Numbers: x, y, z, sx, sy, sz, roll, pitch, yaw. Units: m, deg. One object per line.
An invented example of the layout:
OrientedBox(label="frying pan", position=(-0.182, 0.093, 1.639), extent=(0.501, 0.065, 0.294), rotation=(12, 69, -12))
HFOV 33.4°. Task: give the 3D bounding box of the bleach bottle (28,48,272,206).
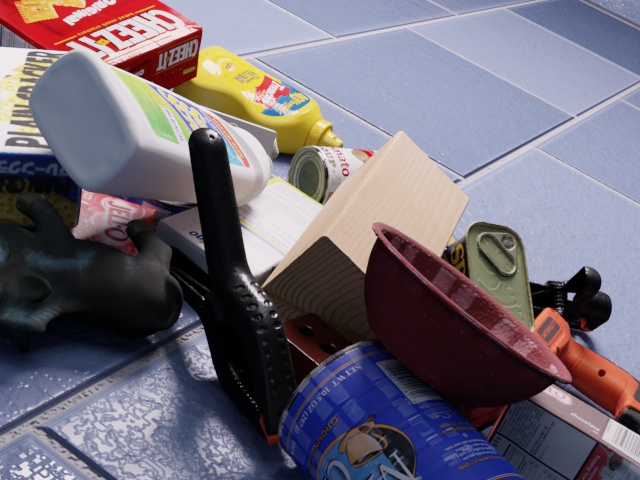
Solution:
OrientedBox(label="bleach bottle", position=(-0.112, -0.076, 0.841), extent=(0.102, 0.068, 0.250), rotation=(56, 19, 16))

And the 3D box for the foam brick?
OrientedBox(label="foam brick", position=(-0.003, 0.097, 0.766), extent=(0.078, 0.051, 0.052), rotation=(36, 29, 26))

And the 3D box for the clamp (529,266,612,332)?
OrientedBox(label="clamp", position=(0.225, 0.053, 0.971), extent=(0.120, 0.039, 0.171), rotation=(-1, -12, 42))

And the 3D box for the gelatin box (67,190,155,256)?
OrientedBox(label="gelatin box", position=(-0.174, -0.006, 0.849), extent=(0.073, 0.030, 0.089), rotation=(18, 27, -9))

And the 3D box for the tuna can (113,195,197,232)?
OrientedBox(label="tuna can", position=(-0.136, -0.038, 0.934), extent=(0.086, 0.034, 0.086), rotation=(18, 26, -10))

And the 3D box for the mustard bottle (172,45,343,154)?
OrientedBox(label="mustard bottle", position=(-0.060, -0.143, 1.166), extent=(0.192, 0.058, 0.096), rotation=(30, 35, 14))

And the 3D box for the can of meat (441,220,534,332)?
OrientedBox(label="can of meat", position=(0.126, 0.048, 0.881), extent=(0.057, 0.084, 0.102), rotation=(9, 63, -23))

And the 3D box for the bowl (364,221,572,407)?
OrientedBox(label="bowl", position=(0.083, 0.058, 0.692), extent=(0.162, 0.055, 0.162), rotation=(36, 10, -7))

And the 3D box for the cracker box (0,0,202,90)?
OrientedBox(label="cracker box", position=(-0.254, -0.219, 1.100), extent=(0.214, 0.072, 0.163), rotation=(33, 44, 22))

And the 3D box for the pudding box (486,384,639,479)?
OrientedBox(label="pudding box", position=(0.170, 0.159, 0.743), extent=(0.113, 0.090, 0.039), rotation=(32, 29, 16))

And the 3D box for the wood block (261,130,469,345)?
OrientedBox(label="wood block", position=(0.041, 0.004, 0.875), extent=(0.091, 0.090, 0.205), rotation=(45, 34, -6))

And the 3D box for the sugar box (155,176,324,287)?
OrientedBox(label="sugar box", position=(-0.056, 0.001, 0.913), extent=(0.093, 0.048, 0.175), rotation=(34, 31, 20))

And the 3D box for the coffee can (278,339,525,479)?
OrientedBox(label="coffee can", position=(0.053, 0.144, 0.663), extent=(0.102, 0.103, 0.140), rotation=(-2, 36, -41))

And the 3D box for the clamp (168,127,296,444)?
OrientedBox(label="clamp", position=(-0.068, 0.048, 0.752), extent=(0.036, 0.165, 0.210), rotation=(-14, 71, -27))

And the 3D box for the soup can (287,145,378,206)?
OrientedBox(label="soup can", position=(0.026, -0.058, 1.065), extent=(0.102, 0.069, 0.069), rotation=(1, 34, -36))
